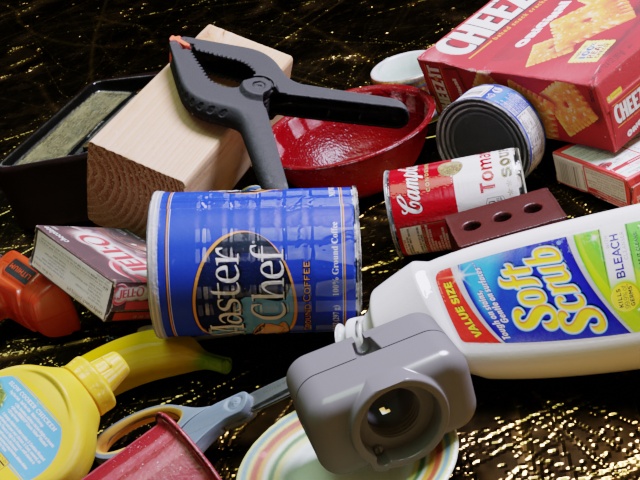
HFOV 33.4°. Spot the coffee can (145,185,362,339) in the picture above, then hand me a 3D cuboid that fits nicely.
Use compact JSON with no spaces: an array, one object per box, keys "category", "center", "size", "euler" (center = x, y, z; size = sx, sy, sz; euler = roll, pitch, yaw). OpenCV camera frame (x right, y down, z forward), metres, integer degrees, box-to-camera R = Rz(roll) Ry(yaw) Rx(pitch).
[{"category":"coffee can","center":[-0.044,0.015,0.741],"size":[0.140,0.103,0.103],"euler":[-2,28,0]}]

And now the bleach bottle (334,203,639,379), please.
[{"category":"bleach bottle","center":[0.130,0.045,0.649],"size":[0.251,0.068,0.102],"euler":[-15,70,20]}]

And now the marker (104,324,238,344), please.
[{"category":"marker","center":[-0.105,0.068,0.800],"size":[0.121,0.020,0.020],"euler":[-10,29,14]}]

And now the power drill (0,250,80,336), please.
[{"category":"power drill","center":[-0.286,0.087,0.829],"size":[0.187,0.057,0.185],"euler":[-31,34,-27]}]

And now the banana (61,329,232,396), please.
[{"category":"banana","center":[-0.162,0.108,0.741],"size":[0.197,0.037,0.070],"euler":[-27,29,-18]}]

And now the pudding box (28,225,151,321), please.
[{"category":"pudding box","center":[-0.158,0.025,0.829],"size":[0.114,0.039,0.089],"euler":[26,15,39]}]

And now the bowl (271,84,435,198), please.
[{"category":"bowl","center":[0.029,-0.081,0.956],"size":[0.162,0.055,0.162],"euler":[-14,28,7]}]

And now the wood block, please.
[{"category":"wood block","center":[-0.112,-0.092,0.942],"size":[0.091,0.090,0.205],"euler":[22,45,11]}]

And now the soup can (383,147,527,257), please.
[{"category":"soup can","center":[0.104,-0.029,0.806],"size":[0.102,0.068,0.068],"euler":[-10,29,12]}]

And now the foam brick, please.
[{"category":"foam brick","center":[0.132,0.005,0.747],"size":[0.078,0.051,0.053],"euler":[-16,27,2]}]

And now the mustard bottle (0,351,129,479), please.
[{"category":"mustard bottle","center":[-0.199,0.133,0.665],"size":[0.191,0.058,0.096],"euler":[-38,58,-24]}]

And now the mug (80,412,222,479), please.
[{"category":"mug","center":[-0.098,0.151,0.578],"size":[0.081,0.093,0.117],"euler":[-34,20,-20]}]

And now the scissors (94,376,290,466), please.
[{"category":"scissors","center":[-0.060,0.119,0.655],"size":[0.202,0.016,0.096],"euler":[-17,33,21]}]

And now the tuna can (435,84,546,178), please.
[{"category":"tuna can","center":[0.138,-0.083,0.865],"size":[0.086,0.086,0.033],"euler":[8,35,39]}]

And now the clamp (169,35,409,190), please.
[{"category":"clamp","center":[-0.054,-0.108,0.878],"size":[0.210,0.036,0.164],"euler":[28,47,19]}]

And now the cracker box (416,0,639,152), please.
[{"category":"cracker box","center":[0.211,-0.161,0.901],"size":[0.164,0.072,0.214],"euler":[-39,32,-20]}]
